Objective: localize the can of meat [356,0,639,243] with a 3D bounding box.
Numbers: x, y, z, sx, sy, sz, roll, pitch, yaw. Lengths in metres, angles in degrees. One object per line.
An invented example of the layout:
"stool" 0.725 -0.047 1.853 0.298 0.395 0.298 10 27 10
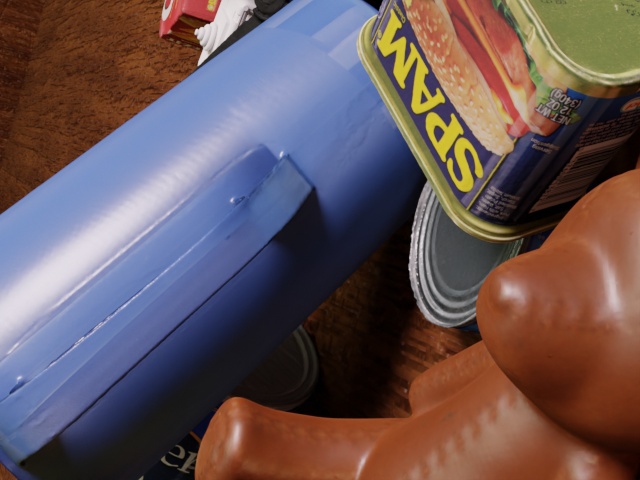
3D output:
"can of meat" 0.063 -0.064 0.349 0.102 0.057 0.084 64 154 22

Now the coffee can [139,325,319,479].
"coffee can" -0.079 0.100 0.602 0.140 0.102 0.103 -56 29 28

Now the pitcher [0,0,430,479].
"pitcher" -0.053 0.001 0.467 0.242 0.145 0.149 -41 54 -7

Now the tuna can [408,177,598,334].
"tuna can" 0.071 -0.004 0.422 0.086 0.033 0.086 -47 35 49
